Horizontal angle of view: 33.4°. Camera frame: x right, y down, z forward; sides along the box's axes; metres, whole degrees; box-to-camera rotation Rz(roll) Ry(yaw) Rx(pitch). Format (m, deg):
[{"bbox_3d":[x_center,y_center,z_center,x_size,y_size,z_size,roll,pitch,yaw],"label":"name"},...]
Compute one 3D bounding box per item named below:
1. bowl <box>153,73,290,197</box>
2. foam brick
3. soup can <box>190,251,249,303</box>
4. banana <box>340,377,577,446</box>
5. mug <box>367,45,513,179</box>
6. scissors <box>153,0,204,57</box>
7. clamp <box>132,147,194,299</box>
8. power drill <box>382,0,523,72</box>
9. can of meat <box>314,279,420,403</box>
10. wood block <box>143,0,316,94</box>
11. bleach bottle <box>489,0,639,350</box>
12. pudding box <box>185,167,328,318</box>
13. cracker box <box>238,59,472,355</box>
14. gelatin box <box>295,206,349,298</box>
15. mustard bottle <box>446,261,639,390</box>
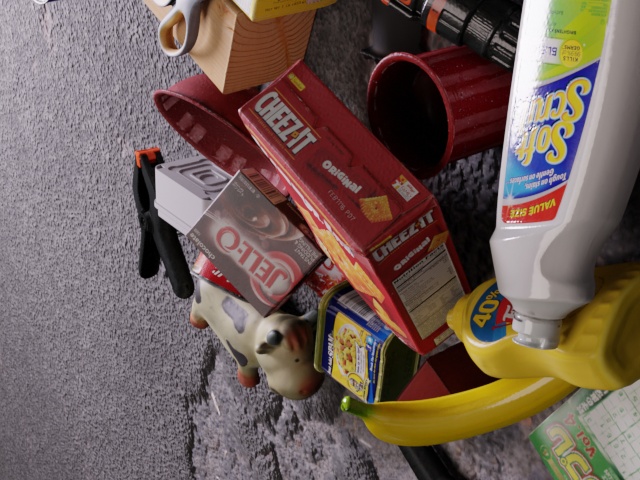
[{"bbox_3d":[-0.080,-0.110,1.021,0.162,0.055,0.162,34,168,8],"label":"bowl"},{"bbox_3d":[0.109,0.130,0.912,0.051,0.052,0.078,55,144,22],"label":"foam brick"},{"bbox_3d":[-0.076,0.003,1.063,0.069,0.068,0.102,27,88,47],"label":"soup can"},{"bbox_3d":[0.119,0.127,0.827,0.069,0.198,0.037,57,-159,-56],"label":"banana"},{"bbox_3d":[0.091,-0.092,0.791,0.093,0.081,0.117,51,143,27],"label":"mug"},{"bbox_3d":[-0.109,-0.228,0.903,0.096,0.016,0.202,65,149,11],"label":"scissors"},{"bbox_3d":[-0.180,-0.016,1.211,0.120,0.039,0.171,26,127,46],"label":"clamp"},{"bbox_3d":[0.102,-0.223,0.710,0.184,0.057,0.188,37,133,15],"label":"power drill"},{"bbox_3d":[0.044,0.098,0.984,0.084,0.057,0.102,34,134,36],"label":"can of meat"},{"bbox_3d":[-0.102,-0.242,0.992,0.206,0.090,0.091,50,143,28],"label":"wood block"},{"bbox_3d":[0.159,-0.055,0.658,0.103,0.067,0.251,20,105,54],"label":"bleach bottle"},{"bbox_3d":[-0.056,0.001,0.992,0.113,0.039,0.090,46,114,9],"label":"pudding box"},{"bbox_3d":[0.034,-0.017,0.836,0.164,0.072,0.213,49,176,30],"label":"cracker box"},{"bbox_3d":[0.005,0.015,1.026,0.089,0.030,0.073,39,136,38],"label":"gelatin box"},{"bbox_3d":[0.157,0.058,0.761,0.058,0.096,0.192,52,154,-19],"label":"mustard bottle"}]
